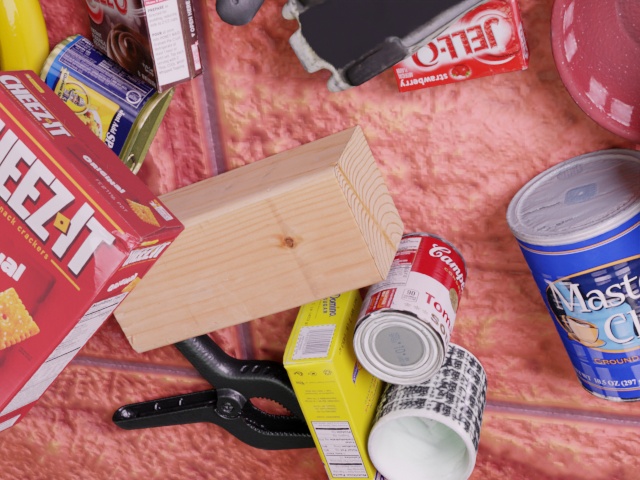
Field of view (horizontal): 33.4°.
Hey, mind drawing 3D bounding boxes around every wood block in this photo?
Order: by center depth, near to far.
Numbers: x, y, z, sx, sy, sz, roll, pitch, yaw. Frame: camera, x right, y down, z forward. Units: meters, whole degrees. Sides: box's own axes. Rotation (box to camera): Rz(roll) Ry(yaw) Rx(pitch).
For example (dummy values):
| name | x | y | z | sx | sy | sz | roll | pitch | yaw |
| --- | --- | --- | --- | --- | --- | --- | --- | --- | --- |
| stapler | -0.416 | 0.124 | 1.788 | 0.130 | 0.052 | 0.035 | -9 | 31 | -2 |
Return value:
| name | x | y | z | sx | sy | sz | roll | pitch | yaw |
| --- | --- | --- | --- | --- | --- | --- | --- | --- | --- |
| wood block | -0.055 | 0.001 | 0.785 | 0.206 | 0.090 | 0.091 | -17 | 111 | 22 |

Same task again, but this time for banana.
| name | x | y | z | sx | sy | sz | roll | pitch | yaw |
| --- | --- | --- | --- | --- | --- | --- | --- | --- | --- |
| banana | -0.234 | -0.166 | 0.776 | 0.070 | 0.037 | 0.198 | 7 | 125 | 13 |

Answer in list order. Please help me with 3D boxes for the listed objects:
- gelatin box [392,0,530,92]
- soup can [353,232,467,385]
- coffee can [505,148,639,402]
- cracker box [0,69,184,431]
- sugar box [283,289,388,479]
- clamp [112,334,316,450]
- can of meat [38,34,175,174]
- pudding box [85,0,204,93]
| name | x | y | z | sx | sy | sz | roll | pitch | yaw |
| --- | --- | --- | --- | --- | --- | --- | --- | --- | --- |
| gelatin box | 0.086 | -0.141 | 0.694 | 0.089 | 0.030 | 0.073 | -7 | 121 | 22 |
| soup can | 0.067 | 0.049 | 0.784 | 0.068 | 0.102 | 0.068 | 9 | 125 | 12 |
| coffee can | 0.199 | 0.024 | 0.723 | 0.103 | 0.102 | 0.140 | -16 | 117 | 26 |
| cracker box | -0.226 | 0.013 | 0.751 | 0.164 | 0.072 | 0.214 | 45 | 110 | 7 |
| sugar box | 0.024 | 0.127 | 0.847 | 0.048 | 0.093 | 0.176 | -6 | 127 | 22 |
| clamp | -0.079 | 0.124 | 0.923 | 0.210 | 0.036 | 0.165 | 14 | 127 | 7 |
| can of meat | -0.168 | -0.091 | 0.794 | 0.084 | 0.057 | 0.102 | 31 | 126 | -1 |
| pudding box | -0.123 | -0.159 | 0.708 | 0.114 | 0.039 | 0.090 | 35 | 141 | 46 |
